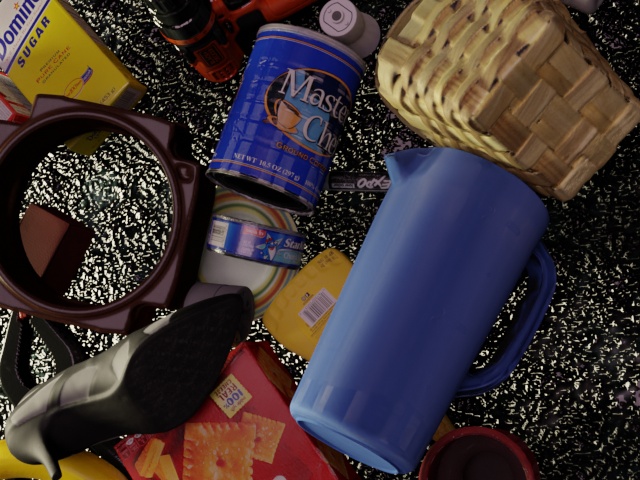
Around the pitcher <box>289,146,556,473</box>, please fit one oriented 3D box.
[{"bbox_3d":[0.084,0.061,0.850,0.149,0.145,0.242,21,72,23],"label":"pitcher"}]

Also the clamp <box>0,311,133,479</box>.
[{"bbox_3d":[-0.253,0.158,1.036,0.165,0.036,0.210,-9,85,16],"label":"clamp"}]

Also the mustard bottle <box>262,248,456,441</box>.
[{"bbox_3d":[0.045,0.103,0.928,0.096,0.058,0.192,-46,72,3],"label":"mustard bottle"}]

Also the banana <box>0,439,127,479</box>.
[{"bbox_3d":[-0.261,0.219,1.003,0.198,0.037,0.069,-3,104,18],"label":"banana"}]

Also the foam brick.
[{"bbox_3d":[-0.269,0.010,1.050,0.053,0.051,0.078,29,94,20],"label":"foam brick"}]

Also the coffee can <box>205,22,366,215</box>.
[{"bbox_3d":[-0.030,-0.105,0.942,0.103,0.102,0.140,17,81,20],"label":"coffee can"}]

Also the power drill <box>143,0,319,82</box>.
[{"bbox_3d":[-0.057,-0.227,0.942,0.188,0.184,0.057,-28,72,5],"label":"power drill"}]

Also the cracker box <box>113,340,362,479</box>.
[{"bbox_3d":[-0.061,0.221,0.945,0.164,0.072,0.214,-38,74,12],"label":"cracker box"}]

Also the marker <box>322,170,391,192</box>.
[{"bbox_3d":[0.052,-0.053,0.962,0.121,0.020,0.020,3,85,19],"label":"marker"}]

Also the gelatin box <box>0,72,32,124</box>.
[{"bbox_3d":[-0.317,-0.137,1.070,0.089,0.073,0.030,45,100,17],"label":"gelatin box"}]

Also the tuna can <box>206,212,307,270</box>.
[{"bbox_3d":[-0.056,0.001,0.936,0.086,0.086,0.034,13,90,20],"label":"tuna can"}]

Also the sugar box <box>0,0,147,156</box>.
[{"bbox_3d":[-0.262,-0.178,1.070,0.093,0.048,0.176,-46,74,9],"label":"sugar box"}]

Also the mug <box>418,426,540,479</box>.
[{"bbox_3d":[0.146,0.199,0.870,0.117,0.081,0.093,12,88,20],"label":"mug"}]
